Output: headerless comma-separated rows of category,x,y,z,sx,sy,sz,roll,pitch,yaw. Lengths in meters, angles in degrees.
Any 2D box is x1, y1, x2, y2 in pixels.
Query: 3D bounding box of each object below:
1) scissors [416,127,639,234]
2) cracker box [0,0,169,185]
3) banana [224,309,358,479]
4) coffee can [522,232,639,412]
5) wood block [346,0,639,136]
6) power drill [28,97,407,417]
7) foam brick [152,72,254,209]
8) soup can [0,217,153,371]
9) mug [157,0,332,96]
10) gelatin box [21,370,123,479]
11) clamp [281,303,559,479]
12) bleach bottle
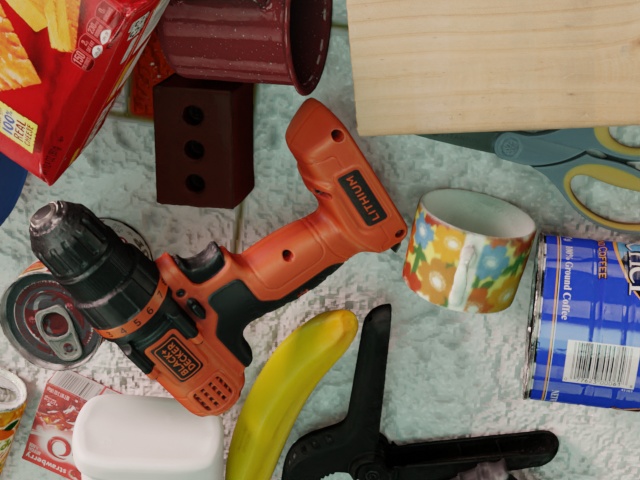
scissors,0.131,-0.072,0.647,0.202,0.016,0.096,28,113,0
cracker box,-0.195,-0.147,0.566,0.213,0.072,0.164,35,140,-8
banana,-0.024,0.115,0.727,0.037,0.070,0.198,9,118,-31
coffee can,0.196,0.053,0.635,0.140,0.102,0.103,6,112,10
wood block,0.124,-0.115,0.590,0.206,0.090,0.090,-1,111,13
power drill,-0.054,0.001,0.636,0.187,0.057,0.184,-37,129,0
foam brick,-0.073,-0.064,0.673,0.053,0.051,0.078,4,112,10
soup can,-0.157,0.033,0.702,0.068,0.102,0.068,4,112,10
mug,-0.047,-0.133,0.609,0.081,0.117,0.093,6,92,15
gelatin box,-0.167,0.145,0.788,0.089,0.030,0.073,24,114,2
clamp,0.033,0.143,0.737,0.210,0.036,0.164,-37,108,24
bleach bottle,-0.125,0.223,0.773,0.102,0.068,0.251,5,127,-5
